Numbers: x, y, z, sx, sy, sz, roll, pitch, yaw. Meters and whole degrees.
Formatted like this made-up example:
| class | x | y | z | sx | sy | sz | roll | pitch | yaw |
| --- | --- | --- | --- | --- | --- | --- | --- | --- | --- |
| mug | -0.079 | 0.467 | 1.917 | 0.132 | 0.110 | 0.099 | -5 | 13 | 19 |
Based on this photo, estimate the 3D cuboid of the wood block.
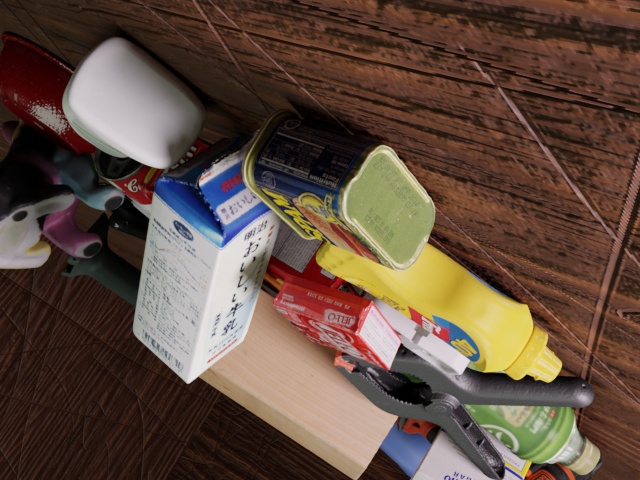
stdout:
| class | x | y | z | sx | sy | sz | roll | pitch | yaw |
| --- | --- | --- | --- | --- | --- | --- | --- | --- | --- |
| wood block | -0.026 | 0.129 | 1.011 | 0.206 | 0.090 | 0.090 | 32 | 161 | 7 |

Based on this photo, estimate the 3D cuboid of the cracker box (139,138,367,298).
| class | x | y | z | sx | sy | sz | roll | pitch | yaw |
| --- | --- | --- | --- | --- | --- | --- | --- | --- | --- |
| cracker box | -0.040 | 0.004 | 0.958 | 0.214 | 0.072 | 0.164 | 29 | 169 | 25 |

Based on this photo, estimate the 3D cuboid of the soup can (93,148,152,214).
| class | x | y | z | sx | sy | sz | roll | pitch | yaw |
| --- | --- | --- | --- | --- | --- | --- | --- | --- | --- |
| soup can | -0.159 | -0.064 | 1.024 | 0.069 | 0.068 | 0.102 | 26 | 168 | 37 |

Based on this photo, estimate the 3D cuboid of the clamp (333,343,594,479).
| class | x | y | z | sx | sy | sz | roll | pitch | yaw |
| --- | --- | --- | --- | --- | --- | --- | --- | --- | --- |
| clamp | 0.115 | 0.128 | 0.915 | 0.210 | 0.036 | 0.165 | 28 | 136 | -12 |

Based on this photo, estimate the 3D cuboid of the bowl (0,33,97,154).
| class | x | y | z | sx | sy | sz | roll | pitch | yaw |
| --- | --- | --- | --- | --- | --- | --- | --- | --- | --- |
| bowl | -0.259 | -0.132 | 1.049 | 0.162 | 0.055 | 0.162 | 33 | 170 | 6 |

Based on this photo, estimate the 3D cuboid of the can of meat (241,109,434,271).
| class | x | y | z | sx | sy | sz | roll | pitch | yaw |
| --- | --- | --- | --- | --- | --- | --- | --- | --- | --- |
| can of meat | 0.014 | -0.030 | 0.666 | 0.084 | 0.057 | 0.102 | 22 | 166 | 39 |

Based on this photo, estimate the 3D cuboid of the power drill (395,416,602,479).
| class | x | y | z | sx | sy | sz | roll | pitch | yaw |
| --- | --- | --- | --- | --- | --- | --- | --- | --- | --- |
| power drill | 0.187 | 0.212 | 1.125 | 0.188 | 0.184 | 0.057 | 41 | 131 | 28 |

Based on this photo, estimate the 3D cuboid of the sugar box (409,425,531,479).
| class | x | y | z | sx | sy | sz | roll | pitch | yaw |
| --- | --- | --- | --- | --- | --- | --- | --- | --- | --- |
| sugar box | 0.158 | 0.204 | 1.042 | 0.093 | 0.176 | 0.048 | 31 | 133 | 11 |

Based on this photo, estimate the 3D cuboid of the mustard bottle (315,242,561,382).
| class | x | y | z | sx | sy | sz | roll | pitch | yaw |
| --- | --- | --- | --- | --- | --- | --- | --- | --- | --- |
| mustard bottle | 0.090 | 0.042 | 0.769 | 0.191 | 0.058 | 0.096 | 33 | 170 | -1 |

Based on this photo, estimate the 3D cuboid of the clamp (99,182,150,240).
| class | x | y | z | sx | sy | sz | roll | pitch | yaw |
| --- | --- | --- | --- | --- | --- | --- | --- | --- | --- |
| clamp | -0.185 | -0.014 | 1.220 | 0.171 | 0.039 | 0.120 | 31 | -170 | -37 |

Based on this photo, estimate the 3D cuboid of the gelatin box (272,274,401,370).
| class | x | y | z | sx | sy | sz | roll | pitch | yaw |
| --- | --- | --- | --- | --- | --- | --- | --- | --- | --- |
| gelatin box | 0.014 | 0.062 | 0.806 | 0.073 | 0.030 | 0.089 | 18 | 164 | 26 |

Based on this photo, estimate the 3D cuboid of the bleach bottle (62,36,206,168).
| class | x | y | z | sx | sy | sz | roll | pitch | yaw |
| --- | --- | --- | --- | --- | --- | --- | --- | --- | --- |
| bleach bottle | -0.171 | -0.107 | 0.871 | 0.102 | 0.068 | 0.251 | 37 | 172 | -20 |
